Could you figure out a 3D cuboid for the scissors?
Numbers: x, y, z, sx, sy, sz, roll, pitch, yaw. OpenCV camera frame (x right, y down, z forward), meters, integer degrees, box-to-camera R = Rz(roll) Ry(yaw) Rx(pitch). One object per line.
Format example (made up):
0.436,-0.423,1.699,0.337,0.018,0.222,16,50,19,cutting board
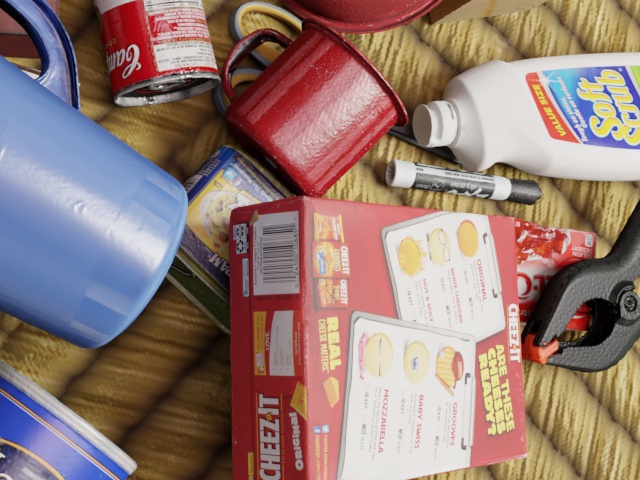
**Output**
0.010,-0.082,0.734,0.201,0.016,0.096,39,74,-13,scissors

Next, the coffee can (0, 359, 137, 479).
-0.185,0.151,0.589,0.102,0.103,0.140,41,72,-13,coffee can

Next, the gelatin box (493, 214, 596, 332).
0.154,0.025,0.770,0.089,0.030,0.073,10,81,-19,gelatin box

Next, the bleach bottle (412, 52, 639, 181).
0.185,-0.083,0.770,0.250,0.068,0.102,-7,84,-22,bleach bottle

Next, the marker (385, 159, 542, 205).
0.105,-0.041,0.764,0.121,0.020,0.020,7,82,-20,marker

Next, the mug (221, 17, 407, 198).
-0.014,-0.086,0.674,0.117,0.093,0.081,43,84,13,mug

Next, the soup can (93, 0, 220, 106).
-0.106,-0.142,0.668,0.068,0.069,0.102,-12,88,-22,soup can

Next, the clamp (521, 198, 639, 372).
0.209,0.032,0.755,0.171,0.039,0.120,-18,92,-25,clamp

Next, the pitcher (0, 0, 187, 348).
-0.189,-0.053,0.554,0.242,0.145,0.149,32,116,-23,pitcher

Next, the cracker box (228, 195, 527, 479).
0.040,0.063,0.660,0.213,0.072,0.164,3,83,-48,cracker box

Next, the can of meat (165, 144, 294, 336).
-0.055,0.001,0.679,0.102,0.058,0.084,44,69,-12,can of meat
